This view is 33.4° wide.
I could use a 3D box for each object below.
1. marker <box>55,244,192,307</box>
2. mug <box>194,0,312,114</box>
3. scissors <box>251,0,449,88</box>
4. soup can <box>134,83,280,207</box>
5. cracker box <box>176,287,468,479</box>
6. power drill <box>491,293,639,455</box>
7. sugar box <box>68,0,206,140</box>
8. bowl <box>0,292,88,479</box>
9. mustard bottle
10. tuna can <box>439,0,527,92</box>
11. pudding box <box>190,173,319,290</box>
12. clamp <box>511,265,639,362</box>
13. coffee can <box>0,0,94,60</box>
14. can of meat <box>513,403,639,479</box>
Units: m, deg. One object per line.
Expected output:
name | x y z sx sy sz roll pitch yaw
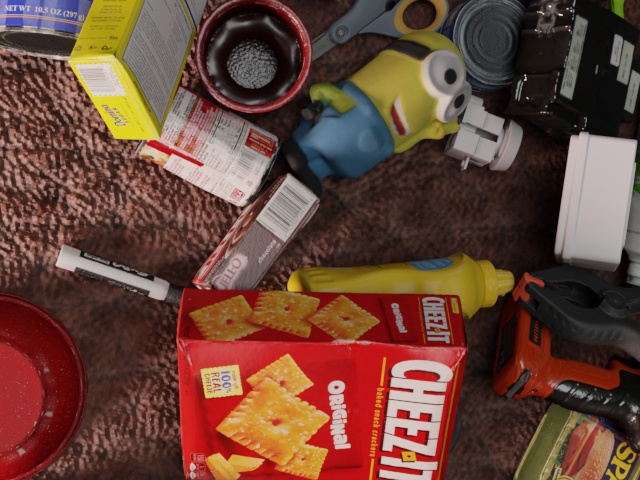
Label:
marker | -0.158 0.032 0.886 0.121 0.020 0.020 20 84 -13
mug | -0.056 -0.159 0.876 0.093 0.081 0.117 -8 92 -3
scissors | 0.035 -0.176 0.940 0.096 0.016 0.202 40 89 -20
soup can | -0.092 -0.079 0.880 0.102 0.069 0.068 27 83 -13
cracker box | -0.003 0.121 0.835 0.213 0.072 0.164 2 127 -2
power drill | 0.252 0.105 0.947 0.187 0.057 0.184 21 48 -4
sugar box | -0.134 -0.175 0.826 0.048 0.093 0.176 1 57 15
bowl | -0.264 0.121 0.839 0.162 0.055 0.162 0 89 -15
mustard bottle | 0.074 0.043 0.905 0.191 0.096 0.058 -5 88 -15
tuna can | 0.152 -0.178 0.961 0.086 0.034 0.086 0 89 -14
pudding box | -0.056 0.001 0.876 0.039 0.090 0.113 40 79 -12
clamp | 0.250 0.070 0.908 0.171 0.120 0.039 9 127 -10
coffee can | -0.205 -0.220 0.835 0.102 0.103 0.140 6 88 -14
can of meat | 0.235 0.203 0.965 0.084 0.057 0.102 30 81 -9
